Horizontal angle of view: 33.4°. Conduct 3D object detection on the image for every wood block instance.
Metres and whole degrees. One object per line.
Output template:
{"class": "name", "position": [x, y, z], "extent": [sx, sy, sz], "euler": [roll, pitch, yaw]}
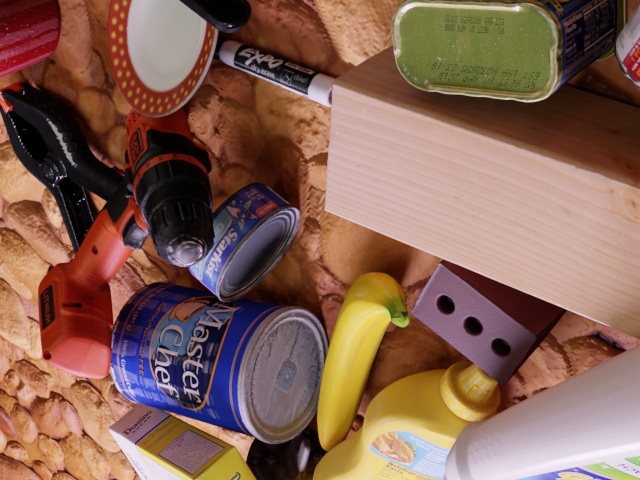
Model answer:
{"class": "wood block", "position": [0.113, -0.036, 0.606], "extent": [0.206, 0.090, 0.091], "euler": [23, 127, 27]}

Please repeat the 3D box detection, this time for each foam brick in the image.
{"class": "foam brick", "position": [0.109, 0.043, 0.682], "extent": [0.078, 0.051, 0.053], "euler": [38, 133, 15]}

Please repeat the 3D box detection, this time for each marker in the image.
{"class": "marker", "position": [-0.040, -0.120, 0.730], "extent": [0.121, 0.020, 0.020], "euler": [25, 128, 26]}

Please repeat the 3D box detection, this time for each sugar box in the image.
{"class": "sugar box", "position": [-0.098, 0.187, 0.838], "extent": [0.176, 0.048, 0.093], "euler": [11, 133, 60]}

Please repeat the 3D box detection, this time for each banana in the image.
{"class": "banana", "position": [0.025, 0.079, 0.764], "extent": [0.037, 0.069, 0.198], "euler": [14, 141, -3]}

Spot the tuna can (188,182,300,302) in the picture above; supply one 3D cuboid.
{"class": "tuna can", "position": [-0.055, 0.001, 0.767], "extent": [0.034, 0.086, 0.086], "euler": [39, 133, 17]}

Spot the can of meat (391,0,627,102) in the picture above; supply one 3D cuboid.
{"class": "can of meat", "position": [0.100, -0.114, 0.574], "extent": [0.102, 0.083, 0.057], "euler": [11, 122, 35]}

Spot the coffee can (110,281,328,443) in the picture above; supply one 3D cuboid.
{"class": "coffee can", "position": [-0.079, 0.092, 0.828], "extent": [0.141, 0.102, 0.103], "euler": [8, 120, 36]}

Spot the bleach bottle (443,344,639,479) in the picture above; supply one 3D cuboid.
{"class": "bleach bottle", "position": [0.156, 0.119, 0.613], "extent": [0.102, 0.068, 0.251], "euler": [17, 151, -20]}

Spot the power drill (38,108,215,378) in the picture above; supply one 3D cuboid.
{"class": "power drill", "position": [-0.138, 0.008, 0.767], "extent": [0.057, 0.184, 0.188], "euler": [23, 116, -27]}

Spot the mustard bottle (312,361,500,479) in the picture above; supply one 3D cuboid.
{"class": "mustard bottle", "position": [0.072, 0.143, 0.756], "extent": [0.096, 0.058, 0.192], "euler": [22, 134, -12]}

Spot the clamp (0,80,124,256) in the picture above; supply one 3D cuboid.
{"class": "clamp", "position": [-0.215, -0.054, 0.899], "extent": [0.171, 0.039, 0.120], "euler": [49, 130, 10]}

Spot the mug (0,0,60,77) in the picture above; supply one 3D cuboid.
{"class": "mug", "position": [-0.262, -0.180, 0.831], "extent": [0.093, 0.081, 0.117], "euler": [6, 118, 37]}
